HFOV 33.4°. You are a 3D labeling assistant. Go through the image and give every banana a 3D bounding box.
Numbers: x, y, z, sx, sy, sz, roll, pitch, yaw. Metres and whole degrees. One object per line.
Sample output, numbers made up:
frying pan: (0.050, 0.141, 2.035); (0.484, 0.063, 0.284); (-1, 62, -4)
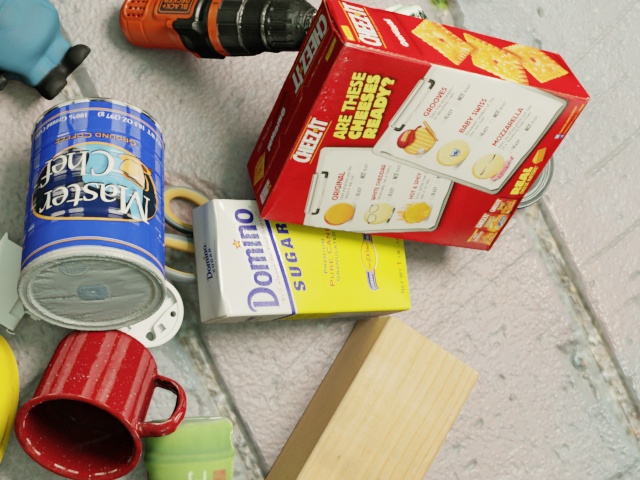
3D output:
banana: (-0.268, 0.150, 0.801); (0.070, 0.037, 0.198); (8, 77, 14)

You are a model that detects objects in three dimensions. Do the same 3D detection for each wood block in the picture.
wood block: (0.028, 0.171, 0.852); (0.090, 0.091, 0.206); (34, 76, -10)

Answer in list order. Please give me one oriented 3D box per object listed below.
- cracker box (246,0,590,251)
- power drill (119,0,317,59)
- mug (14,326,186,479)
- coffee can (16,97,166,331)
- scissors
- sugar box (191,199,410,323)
cracker box: (0.071, -0.083, 0.820); (0.213, 0.164, 0.072); (8, 40, -26)
power drill: (-0.058, -0.230, 0.845); (0.185, 0.057, 0.187); (10, 70, 30)
mug: (-0.157, 0.118, 0.790); (0.117, 0.093, 0.081); (2, 38, 8)
coffee can: (-0.165, -0.019, 0.784); (0.102, 0.103, 0.140); (5, 54, -16)
scissors: (-0.056, 0.001, 0.883); (0.201, 0.016, 0.096); (2, 58, -32)
sugar box: (-0.013, 0.016, 0.856); (0.175, 0.048, 0.093); (0, 78, -34)
